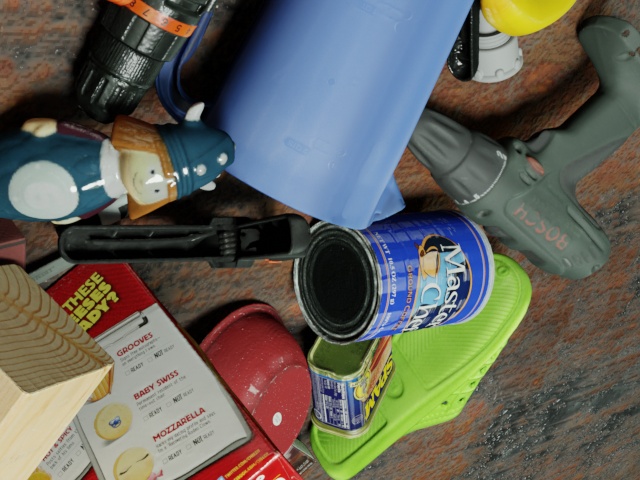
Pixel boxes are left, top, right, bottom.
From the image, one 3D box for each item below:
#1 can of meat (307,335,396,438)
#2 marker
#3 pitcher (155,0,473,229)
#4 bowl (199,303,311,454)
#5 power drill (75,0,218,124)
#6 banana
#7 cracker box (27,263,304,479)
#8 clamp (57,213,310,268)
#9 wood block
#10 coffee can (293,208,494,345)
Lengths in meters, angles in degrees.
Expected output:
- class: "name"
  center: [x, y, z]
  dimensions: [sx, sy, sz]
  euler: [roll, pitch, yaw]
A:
- class: "can of meat"
  center: [0.028, 0.111, 0.962]
  dimensions: [0.084, 0.057, 0.102]
  euler: [84, 28, -43]
- class: "marker"
  center: [-0.124, -0.029, 0.727]
  dimensions: [0.121, 0.020, 0.020]
  euler: [-27, 140, -24]
- class: "pitcher"
  center: [0.016, -0.142, 0.670]
  dimensions: [0.149, 0.145, 0.243]
  euler: [7, 113, -57]
- class: "bowl"
  center: [-0.055, 0.136, 0.883]
  dimensions: [0.161, 0.055, 0.162]
  euler: [-37, 138, -44]
- class: "power drill"
  center: [-0.131, -0.157, 0.566]
  dimensions: [0.187, 0.057, 0.184]
  euler: [12, 116, -52]
- class: "banana"
  center: [0.164, -0.191, 0.809]
  dimensions: [0.197, 0.037, 0.070]
  euler: [-41, 138, -45]
- class: "cracker box"
  center: [-0.138, 0.129, 0.702]
  dimensions: [0.164, 0.214, 0.072]
  euler: [-39, 146, -8]
- class: "clamp"
  center: [-0.055, 0.001, 0.735]
  dimensions: [0.209, 0.165, 0.036]
  euler: [3, 86, -68]
- class: "wood block"
  center: [-0.225, 0.122, 0.613]
  dimensions: [0.206, 0.091, 0.090]
  euler: [-52, 167, 17]
- class: "coffee can"
  center: [0.063, 0.028, 0.898]
  dimensions: [0.140, 0.103, 0.103]
  euler: [-6, 129, -41]
